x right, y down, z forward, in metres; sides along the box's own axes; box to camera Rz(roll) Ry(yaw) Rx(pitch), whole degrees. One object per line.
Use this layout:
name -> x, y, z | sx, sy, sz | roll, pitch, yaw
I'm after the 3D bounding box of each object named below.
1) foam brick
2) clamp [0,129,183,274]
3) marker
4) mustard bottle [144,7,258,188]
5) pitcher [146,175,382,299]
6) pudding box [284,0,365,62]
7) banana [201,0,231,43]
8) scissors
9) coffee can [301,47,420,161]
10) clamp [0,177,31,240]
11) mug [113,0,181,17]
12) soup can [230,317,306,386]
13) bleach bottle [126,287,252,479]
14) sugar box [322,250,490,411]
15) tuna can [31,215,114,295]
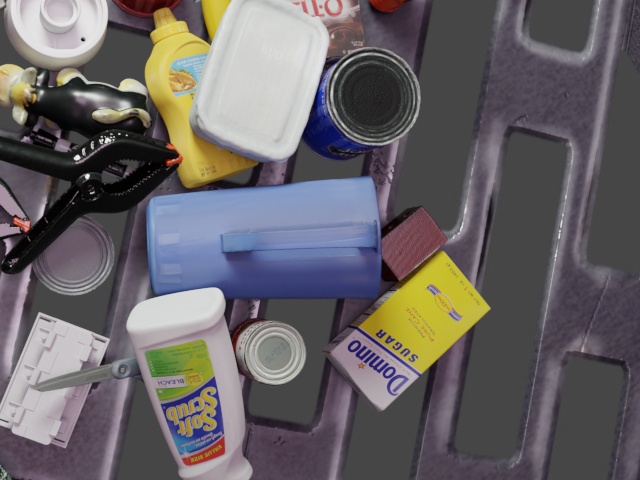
foam brick -> 0.094, 0.004, 1.210 | 0.078, 0.053, 0.051 | -39, 97, -13
clamp -> -0.241, -0.066, 1.062 | 0.209, 0.036, 0.164 | -24, 135, -16
marker -> -0.252, -0.090, 1.143 | 0.121, 0.020, 0.020 | 22, 82, -12
mustard bottle -> -0.138, -0.158, 1.148 | 0.096, 0.058, 0.191 | -22, 93, -43
pitcher -> -0.057, 0.001, 1.116 | 0.242, 0.149, 0.145 | -3, 46, -6
pudding box -> -0.010, -0.244, 1.193 | 0.113, 0.039, 0.090 | -8, 90, -27
banana -> -0.096, -0.250, 1.180 | 0.069, 0.037, 0.198 | -6, 89, -15
scissors -> -0.196, 0.149, 1.111 | 0.201, 0.016, 0.096 | -28, 108, -38
coffee can -> 0.037, -0.144, 1.156 | 0.102, 0.140, 0.103 | 1, 88, -15
clamp -> -0.379, -0.053, 1.098 | 0.171, 0.039, 0.120 | 12, 94, -14
mug -> -0.185, -0.304, 1.137 | 0.093, 0.082, 0.117 | -17, 92, -15
soup can -> -0.058, 0.118, 1.140 | 0.068, 0.102, 0.068 | 1, 88, -14
bleach bottle -> -0.118, 0.176, 1.108 | 0.102, 0.068, 0.251 | -10, 115, 9
sugar box -> 0.098, 0.102, 1.210 | 0.176, 0.048, 0.093 | -43, 98, -13
tuna can -> -0.262, 0.015, 1.128 | 0.086, 0.034, 0.086 | 1, 87, -14
